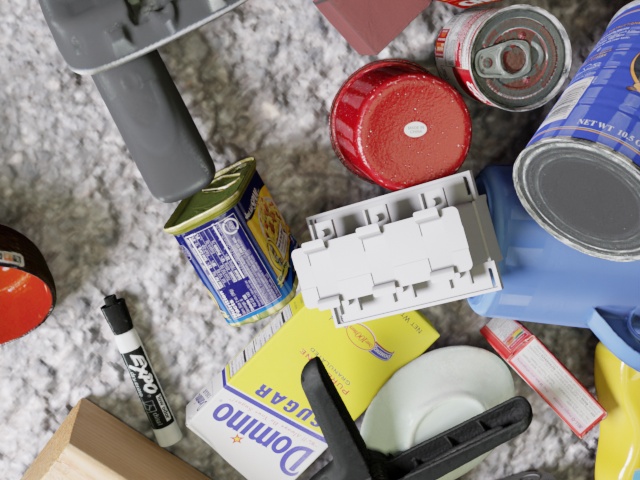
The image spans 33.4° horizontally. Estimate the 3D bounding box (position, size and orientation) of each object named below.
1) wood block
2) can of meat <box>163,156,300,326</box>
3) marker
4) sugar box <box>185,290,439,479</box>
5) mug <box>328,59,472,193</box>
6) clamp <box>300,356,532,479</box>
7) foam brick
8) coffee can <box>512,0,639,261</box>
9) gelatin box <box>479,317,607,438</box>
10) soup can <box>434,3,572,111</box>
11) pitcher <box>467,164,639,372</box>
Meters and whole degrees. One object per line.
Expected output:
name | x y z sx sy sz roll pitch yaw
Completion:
wood block | -0.117 0.218 0.776 0.206 0.091 0.090 36 96 -13
can of meat | -0.055 0.001 0.734 0.057 0.102 0.084 -25 107 16
marker | -0.132 0.095 0.785 0.020 0.020 0.121 -21 103 -3
sugar box | -0.007 0.098 0.788 0.093 0.048 0.176 43 93 -13
mug | 0.063 -0.068 0.744 0.093 0.081 0.117 -30 104 0
clamp | 0.033 0.167 0.769 0.164 0.036 0.210 19 125 -15
foam brick | 0.034 -0.162 0.723 0.053 0.078 0.051 -43 102 2
coffee can | 0.200 -0.072 0.674 0.102 0.103 0.140 45 62 -13
gelatin box | 0.166 0.097 0.795 0.030 0.073 0.089 -44 103 4
soup can | 0.121 -0.126 0.729 0.068 0.102 0.068 -1 102 -7
pitcher | 0.228 0.016 0.754 0.242 0.149 0.145 4 101 -5
